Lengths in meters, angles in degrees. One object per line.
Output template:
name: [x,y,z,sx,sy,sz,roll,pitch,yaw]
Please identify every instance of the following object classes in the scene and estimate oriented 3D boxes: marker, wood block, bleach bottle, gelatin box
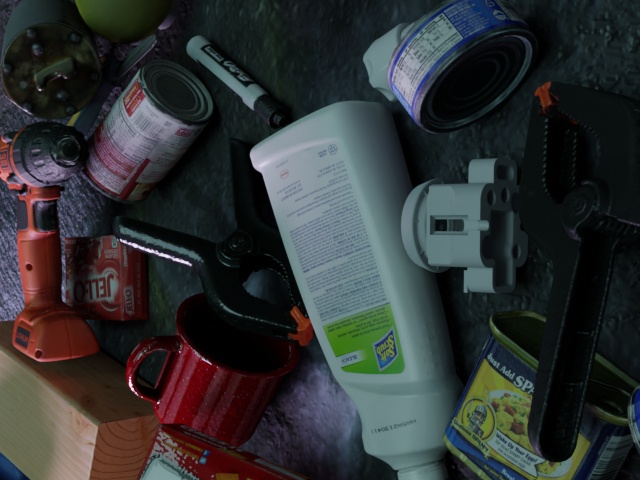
marker: [-0.063,-0.120,0.811,0.121,0.020,0.020,44,119,35]
wood block: [-0.216,0.146,0.911,0.206,0.090,0.091,24,107,41]
bleach bottle: [0.030,0.042,0.692,0.103,0.067,0.251,-24,76,42]
gelatin box: [-0.187,0.032,0.923,0.089,0.030,0.073,-2,90,45]

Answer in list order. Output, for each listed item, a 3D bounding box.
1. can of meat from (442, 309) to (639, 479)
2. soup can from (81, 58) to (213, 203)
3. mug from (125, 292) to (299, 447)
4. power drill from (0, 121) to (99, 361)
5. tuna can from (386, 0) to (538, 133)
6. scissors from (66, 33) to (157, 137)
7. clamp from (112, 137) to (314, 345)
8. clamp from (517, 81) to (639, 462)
can of meat: [0.126,0.102,0.602,0.102,0.057,0.084,39,118,38]
soup can: [-0.139,-0.087,0.852,0.102,0.068,0.068,-45,60,34]
mug: [-0.083,0.096,0.767,0.082,0.117,0.093,-65,34,28]
power drill: [-0.217,-0.001,0.858,0.185,0.057,0.188,-175,81,-64]
tuna can: [0.083,-0.103,0.623,0.086,0.085,0.034,-50,59,32]
scissors: [-0.174,-0.117,0.858,0.096,0.016,0.202,-65,22,-3]
clamp: [-0.055,0.001,0.772,0.171,0.039,0.120,39,77,19]
clamp: [0.150,-0.014,0.533,0.165,0.036,0.210,-44,35,40]
